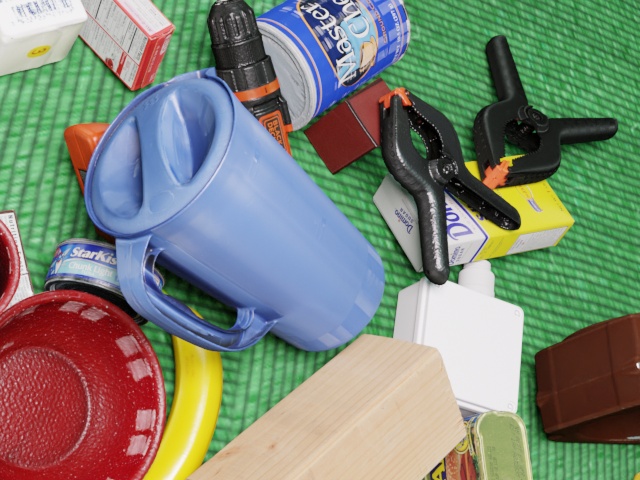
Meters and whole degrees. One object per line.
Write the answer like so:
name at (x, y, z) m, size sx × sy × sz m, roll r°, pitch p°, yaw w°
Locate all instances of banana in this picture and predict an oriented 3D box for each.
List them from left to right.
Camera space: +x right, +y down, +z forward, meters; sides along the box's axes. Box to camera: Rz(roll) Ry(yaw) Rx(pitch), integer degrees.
banana at (-0.113, 0.134, 0.830) m, size 0.069 × 0.037 × 0.198 m, roll 8°, pitch 66°, yaw -7°

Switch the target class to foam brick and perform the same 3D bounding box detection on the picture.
foam brick at (0.033, -0.103, 0.972) m, size 0.052 × 0.078 × 0.051 m, roll -37°, pitch 94°, yaw -34°

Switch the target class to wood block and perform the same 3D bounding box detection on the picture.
wood block at (0.010, 0.169, 0.836) m, size 0.205 × 0.090 × 0.091 m, roll -35°, pitch 116°, yaw -34°

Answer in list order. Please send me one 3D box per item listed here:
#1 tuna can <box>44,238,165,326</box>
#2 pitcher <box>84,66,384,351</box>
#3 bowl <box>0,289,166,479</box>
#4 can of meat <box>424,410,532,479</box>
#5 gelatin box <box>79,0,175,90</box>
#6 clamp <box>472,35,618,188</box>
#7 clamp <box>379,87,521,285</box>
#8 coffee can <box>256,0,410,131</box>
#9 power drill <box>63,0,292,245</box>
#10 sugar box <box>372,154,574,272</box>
tuna can at (-0.163, 0.033, 0.806) m, size 0.086 × 0.086 × 0.033 m, roll 25°, pitch 64°, yaw -20°
pitcher at (-0.055, 0.001, 0.809) m, size 0.242 × 0.149 × 0.145 m, roll 41°, pitch 8°, yaw -45°
bowl at (-0.192, 0.118, 0.764) m, size 0.161 × 0.055 × 0.162 m, roll 10°, pitch 74°, yaw -40°
can of meat at (0.135, 0.200, 0.914) m, size 0.057 × 0.084 × 0.102 m, roll 4°, pitch 70°, yaw -28°
gelatin box at (-0.165, -0.179, 0.881) m, size 0.089 × 0.073 × 0.030 m, roll 46°, pitch 55°, yaw 6°
clamp at (0.216, -0.110, 1.065) m, size 0.164 × 0.036 × 0.209 m, roll 31°, pitch 45°, yaw -2°
clamp at (0.110, -0.057, 0.938) m, size 0.120 × 0.039 × 0.171 m, roll -22°, pitch 92°, yaw -40°
coffee can at (-0.001, -0.175, 0.963) m, size 0.140 × 0.103 × 0.103 m, roll -38°, pitch 93°, yaw -34°
power drill at (-0.108, -0.088, 0.864) m, size 0.187 × 0.057 × 0.184 m, roll -27°, pitch 114°, yaw -30°
sugar box at (0.147, -0.029, 1.014) m, size 0.175 × 0.048 × 0.093 m, roll -9°, pitch 55°, yaw -34°
